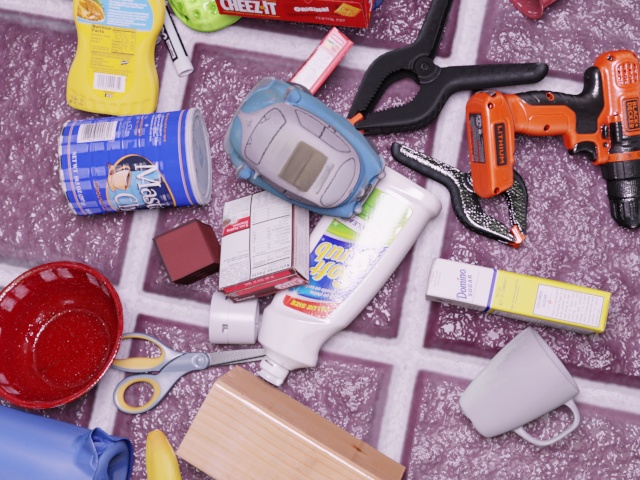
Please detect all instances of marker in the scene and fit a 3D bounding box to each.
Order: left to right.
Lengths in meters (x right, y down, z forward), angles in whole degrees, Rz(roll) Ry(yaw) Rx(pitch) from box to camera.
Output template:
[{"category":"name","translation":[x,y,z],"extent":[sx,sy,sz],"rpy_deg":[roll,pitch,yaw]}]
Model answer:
[{"category":"marker","translation":[-0.171,-0.240,1.183],"extent":[0.020,0.020,0.121],"rpy_deg":[-23,82,3]}]

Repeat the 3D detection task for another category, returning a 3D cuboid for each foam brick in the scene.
[{"category":"foam brick","translation":[-0.136,0.013,1.125],"extent":[0.053,0.078,0.051],"rpy_deg":[-25,83,5]}]

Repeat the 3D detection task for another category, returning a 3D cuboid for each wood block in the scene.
[{"category":"wood block","translation":[-0.028,0.222,1.080],"extent":[0.206,0.090,0.090],"rpy_deg":[30,98,8]}]

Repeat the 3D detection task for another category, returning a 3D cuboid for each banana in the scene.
[{"category":"banana","translation":[-0.180,0.302,1.120],"extent":[0.069,0.037,0.198],"rpy_deg":[18,86,6]}]

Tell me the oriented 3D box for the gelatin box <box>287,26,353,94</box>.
[{"category":"gelatin box","translation":[-0.003,-0.183,1.125],"extent":[0.030,0.089,0.073],"rpy_deg":[39,89,-6]}]

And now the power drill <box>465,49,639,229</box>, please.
[{"category":"power drill","translation":[0.246,-0.092,1.081],"extent":[0.187,0.057,0.184],"rpy_deg":[-9,96,-14]}]

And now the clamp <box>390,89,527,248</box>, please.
[{"category":"clamp","translation":[0.170,-0.074,1.124],"extent":[0.120,0.039,0.171],"rpy_deg":[-42,81,4]}]

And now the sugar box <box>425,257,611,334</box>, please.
[{"category":"sugar box","translation":[0.196,0.056,1.080],"extent":[0.176,0.093,0.048],"rpy_deg":[14,85,6]}]

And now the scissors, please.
[{"category":"scissors","translation":[-0.139,0.147,1.142],"extent":[0.202,0.016,0.096],"rpy_deg":[9,87,6]}]

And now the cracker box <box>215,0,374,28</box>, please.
[{"category":"cracker box","translation":[-0.009,-0.327,1.109],"extent":[0.164,0.072,0.213],"rpy_deg":[8,63,13]}]

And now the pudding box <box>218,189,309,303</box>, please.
[{"category":"pudding box","translation":[-0.057,0.001,1.103],"extent":[0.090,0.039,0.113],"rpy_deg":[-16,56,23]}]

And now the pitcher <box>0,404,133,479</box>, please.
[{"category":"pitcher","translation":[-0.328,0.243,1.104],"extent":[0.243,0.145,0.149],"rpy_deg":[16,74,11]}]

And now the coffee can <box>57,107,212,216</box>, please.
[{"category":"coffee can","translation":[-0.193,-0.082,1.127],"extent":[0.140,0.103,0.103],"rpy_deg":[-5,84,5]}]

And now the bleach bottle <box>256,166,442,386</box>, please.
[{"category":"bleach bottle","translation":[0.019,0.042,1.110],"extent":[0.102,0.068,0.251],"rpy_deg":[32,87,11]}]

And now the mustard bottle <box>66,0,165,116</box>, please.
[{"category":"mustard bottle","translation":[-0.215,-0.232,1.133],"extent":[0.096,0.058,0.192],"rpy_deg":[8,108,-1]}]

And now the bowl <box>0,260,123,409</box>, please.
[{"category":"bowl","translation":[-0.274,0.106,1.127],"extent":[0.162,0.055,0.162],"rpy_deg":[-5,65,12]}]

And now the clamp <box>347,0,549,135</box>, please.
[{"category":"clamp","translation":[0.122,-0.173,1.125],"extent":[0.210,0.036,0.165],"rpy_deg":[-43,68,-2]}]
